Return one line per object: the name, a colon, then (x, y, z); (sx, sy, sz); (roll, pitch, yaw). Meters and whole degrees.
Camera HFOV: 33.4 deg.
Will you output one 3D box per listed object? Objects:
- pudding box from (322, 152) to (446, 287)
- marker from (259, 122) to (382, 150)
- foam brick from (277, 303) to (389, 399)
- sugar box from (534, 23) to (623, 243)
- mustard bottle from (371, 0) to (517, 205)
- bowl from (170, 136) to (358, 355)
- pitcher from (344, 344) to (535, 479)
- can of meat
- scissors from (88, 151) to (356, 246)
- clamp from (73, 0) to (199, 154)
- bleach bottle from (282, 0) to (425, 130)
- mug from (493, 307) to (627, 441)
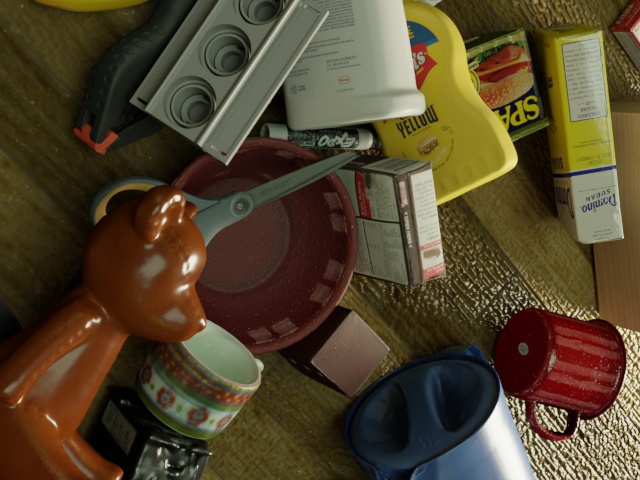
pudding box: (0.042, -0.017, 0.817); (0.039, 0.114, 0.090); (-19, 108, -30)
marker: (0.010, -0.081, 0.842); (0.120, 0.020, 0.020); (-1, 99, -28)
foam brick: (0.005, 0.081, 0.835); (0.053, 0.078, 0.051); (46, 75, -27)
sugar box: (0.219, -0.093, 0.909); (0.048, 0.093, 0.176); (-7, 105, 4)
mustard bottle: (0.069, -0.124, 0.818); (0.058, 0.096, 0.191); (-19, 84, -60)
bowl: (-0.055, 0.001, 0.795); (0.161, 0.055, 0.162); (-5, 102, -22)
pitcher: (0.130, 0.218, 0.909); (0.149, 0.145, 0.243); (-30, 116, -8)
can of meat: (0.132, -0.122, 0.880); (0.102, 0.058, 0.084); (-24, 107, -24)
scissors: (-0.074, -0.035, 0.738); (0.201, 0.016, 0.096); (-39, 116, -11)
clamp: (-0.101, -0.128, 0.754); (0.171, 0.039, 0.120); (-51, 142, 2)
bleach bottle: (0.010, -0.209, 0.764); (0.068, 0.103, 0.251); (-15, 99, -58)
mug: (0.207, 0.118, 0.942); (0.081, 0.093, 0.117); (16, 75, -25)
